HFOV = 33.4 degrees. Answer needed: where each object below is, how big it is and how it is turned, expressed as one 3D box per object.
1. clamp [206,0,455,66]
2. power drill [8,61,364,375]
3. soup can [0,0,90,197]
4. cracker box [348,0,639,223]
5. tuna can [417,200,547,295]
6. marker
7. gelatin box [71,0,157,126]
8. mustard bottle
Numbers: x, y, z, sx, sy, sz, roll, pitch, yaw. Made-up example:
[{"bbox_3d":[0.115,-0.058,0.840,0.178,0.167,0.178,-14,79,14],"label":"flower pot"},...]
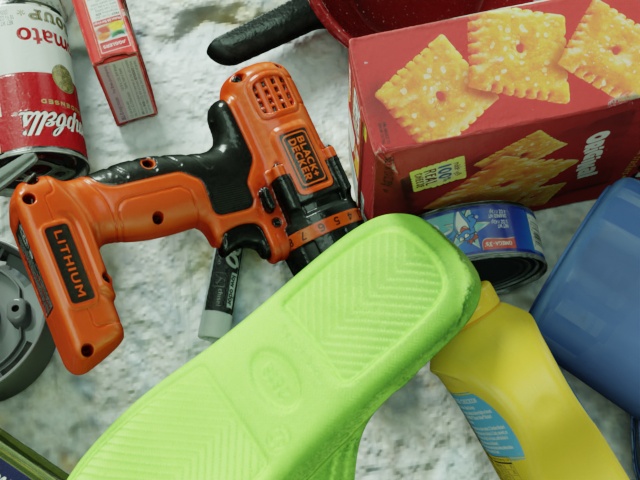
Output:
[{"bbox_3d":[0.008,-0.174,0.681,0.171,0.039,0.120,-5,82,-6],"label":"clamp"},{"bbox_3d":[-0.063,0.006,0.595,0.187,0.057,0.184,-21,82,-24],"label":"power drill"},{"bbox_3d":[-0.180,-0.085,0.645,0.068,0.068,0.102,-12,73,-2],"label":"soup can"},{"bbox_3d":[0.124,-0.066,0.581,0.213,0.164,0.072,-10,75,-2],"label":"cracker box"},{"bbox_3d":[0.082,0.008,0.600,0.086,0.086,0.034,-8,72,-1],"label":"tuna can"},{"bbox_3d":[-0.054,0.001,0.640,0.020,0.020,0.121,8,74,4],"label":"marker"},{"bbox_3d":[-0.125,-0.121,0.643,0.030,0.089,0.073,-17,74,-5],"label":"gelatin box"},{"bbox_3d":[0.107,0.095,0.546,0.058,0.096,0.191,-31,90,-7],"label":"mustard bottle"}]
